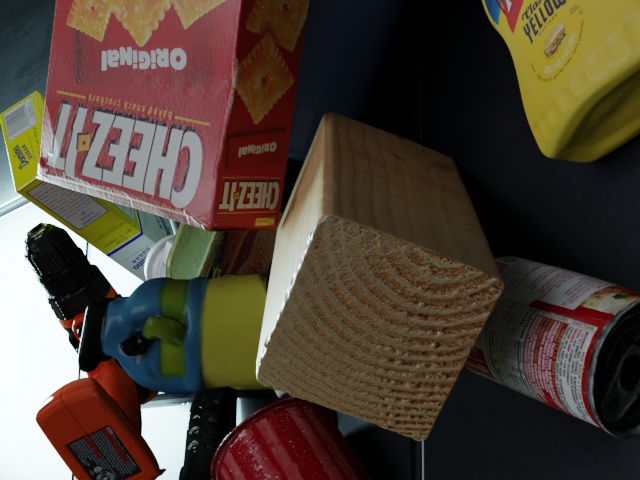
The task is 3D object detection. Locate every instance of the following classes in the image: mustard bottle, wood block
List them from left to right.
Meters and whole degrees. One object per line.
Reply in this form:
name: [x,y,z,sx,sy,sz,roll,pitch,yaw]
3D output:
wood block: [0.026,0.007,0.576,0.206,0.090,0.091,-88,20,-70]
mustard bottle: [0.129,-0.143,0.577,0.096,0.058,0.191,-54,41,47]

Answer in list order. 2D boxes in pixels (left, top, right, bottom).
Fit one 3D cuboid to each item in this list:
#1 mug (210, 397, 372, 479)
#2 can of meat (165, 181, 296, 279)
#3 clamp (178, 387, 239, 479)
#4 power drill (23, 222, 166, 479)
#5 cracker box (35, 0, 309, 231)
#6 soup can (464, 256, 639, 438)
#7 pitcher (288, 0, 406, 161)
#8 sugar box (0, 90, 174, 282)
mug: [-0.011,0.168,0.680,0.082,0.093,0.117,52,154,40]
can of meat: [-0.055,0.001,0.773,0.057,0.083,0.102,44,117,49]
clamp: [-0.080,0.185,0.754,0.210,0.036,0.164,-85,-5,-56]
power drill: [-0.176,0.093,0.824,0.057,0.184,0.187,-26,29,6]
cracker box: [-0.092,-0.126,0.659,0.164,0.071,0.214,16,101,36]
soup can: [0.121,0.050,0.533,0.102,0.068,0.068,19,97,54]
pitcher: [-0.009,-0.184,0.710,0.149,0.144,0.243,35,113,48]
sugar box: [-0.188,-0.040,0.891,0.048,0.176,0.093,-30,52,9]
